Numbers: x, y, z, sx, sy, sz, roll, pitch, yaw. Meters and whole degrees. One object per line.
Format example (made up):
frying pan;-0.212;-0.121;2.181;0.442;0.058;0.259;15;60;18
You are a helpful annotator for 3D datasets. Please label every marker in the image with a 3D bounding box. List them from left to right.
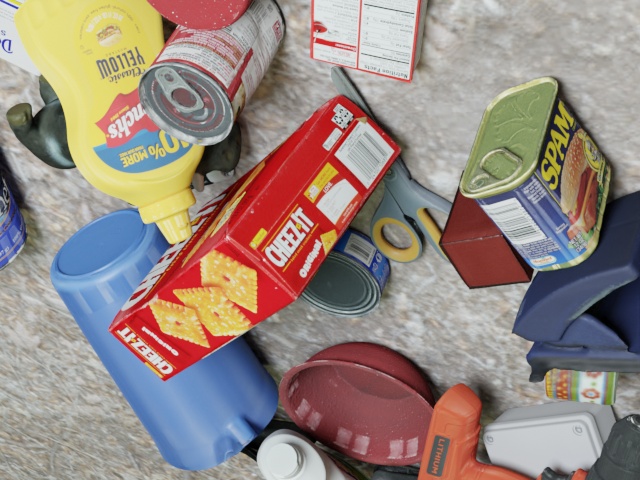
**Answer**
marker;-0.123;-0.048;0.907;0.121;0.020;0.020;-13;128;38

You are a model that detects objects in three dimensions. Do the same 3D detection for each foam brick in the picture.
foam brick;0.127;-0.011;0.770;0.051;0.078;0.053;-10;132;36

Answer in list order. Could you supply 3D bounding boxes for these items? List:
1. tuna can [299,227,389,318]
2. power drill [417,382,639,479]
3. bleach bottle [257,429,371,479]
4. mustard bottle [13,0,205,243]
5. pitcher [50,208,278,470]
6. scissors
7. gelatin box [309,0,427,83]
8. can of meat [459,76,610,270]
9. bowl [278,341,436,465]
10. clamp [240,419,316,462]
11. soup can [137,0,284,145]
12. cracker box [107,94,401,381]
tuna can;0.015;0.026;0.907;0.086;0.033;0.086;15;141;12
power drill;0.181;0.194;0.898;0.188;0.057;0.184;25;120;28
bleach bottle;-0.001;0.237;1.038;0.103;0.068;0.250;37;172;22
mustard bottle;-0.134;-0.088;0.751;0.058;0.096;0.191;-4;109;63
pitcher;-0.152;0.088;1.007;0.149;0.145;0.242;-13;126;22
scissors;0.044;-0.045;0.824;0.096;0.016;0.201;-22;122;43
gelatin box;0.032;-0.152;0.698;0.073;0.030;0.089;14;141;11
can of meat;0.146;-0.042;0.706;0.058;0.102;0.084;-16;128;41
bowl;0.045;0.145;1.010;0.162;0.055;0.162;15;141;12
clamp;-0.084;0.217;1.177;0.171;0.039;0.120;19;136;13
soup can;-0.072;-0.124;0.727;0.068;0.102;0.068;15;141;12
cracker box;-0.055;0.001;0.799;0.072;0.164;0.214;43;143;-11
